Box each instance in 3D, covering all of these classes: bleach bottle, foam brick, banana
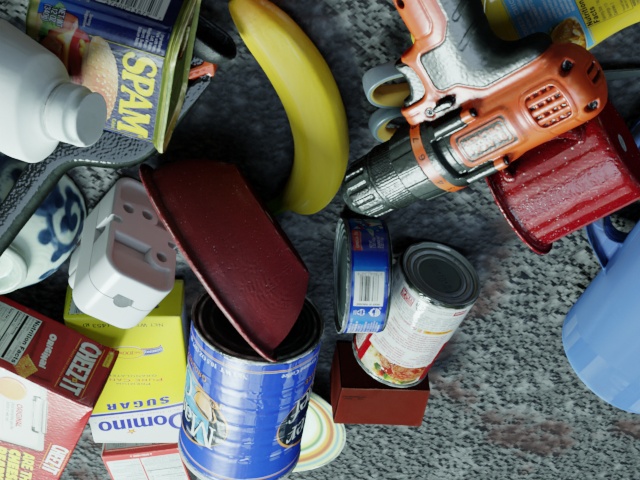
[{"bbox_3d":[-0.230,-0.088,0.599,0.251,0.068,0.102,16,137,20],"label":"bleach bottle"},{"bbox_3d":[0.050,0.122,0.913,0.078,0.051,0.053,4,135,-7],"label":"foam brick"},{"bbox_3d":[-0.016,-0.080,0.712,0.069,0.037,0.198,-3,136,1],"label":"banana"}]

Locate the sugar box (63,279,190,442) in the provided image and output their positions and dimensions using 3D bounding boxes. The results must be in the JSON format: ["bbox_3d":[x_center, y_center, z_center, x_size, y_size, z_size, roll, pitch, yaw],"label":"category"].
[{"bbox_3d":[-0.154,0.105,0.890,0.093,0.048,0.176,0,134,-1],"label":"sugar box"}]

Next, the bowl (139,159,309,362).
[{"bbox_3d":[-0.055,0.001,0.724,0.055,0.162,0.162,-34,131,1],"label":"bowl"}]

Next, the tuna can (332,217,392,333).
[{"bbox_3d":[0.030,0.026,0.789,0.033,0.086,0.086,1,136,-6],"label":"tuna can"}]

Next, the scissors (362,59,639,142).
[{"bbox_3d":[0.119,-0.093,0.717,0.201,0.016,0.096,0,153,-18],"label":"scissors"}]

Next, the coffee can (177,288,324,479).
[{"bbox_3d":[-0.057,0.114,0.847,0.102,0.103,0.140,5,125,-8],"label":"coffee can"}]

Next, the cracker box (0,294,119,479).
[{"bbox_3d":[-0.284,0.107,0.834,0.213,0.072,0.164,26,131,-7],"label":"cracker box"}]

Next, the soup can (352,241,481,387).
[{"bbox_3d":[0.074,0.058,0.836,0.068,0.068,0.102,13,133,-15],"label":"soup can"}]

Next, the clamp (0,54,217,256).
[{"bbox_3d":[-0.171,-0.090,0.678,0.210,0.036,0.164,-23,109,6],"label":"clamp"}]

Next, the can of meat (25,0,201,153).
[{"bbox_3d":[-0.119,-0.106,0.609,0.084,0.057,0.102,17,145,-3],"label":"can of meat"}]

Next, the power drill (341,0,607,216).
[{"bbox_3d":[0.045,-0.112,0.617,0.185,0.057,0.187,-27,109,36],"label":"power drill"}]

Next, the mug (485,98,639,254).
[{"bbox_3d":[0.157,-0.052,0.700,0.082,0.093,0.117,-29,151,27],"label":"mug"}]

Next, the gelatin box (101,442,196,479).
[{"bbox_3d":[-0.161,0.214,1.013,0.073,0.030,0.089,-7,136,2],"label":"gelatin box"}]
